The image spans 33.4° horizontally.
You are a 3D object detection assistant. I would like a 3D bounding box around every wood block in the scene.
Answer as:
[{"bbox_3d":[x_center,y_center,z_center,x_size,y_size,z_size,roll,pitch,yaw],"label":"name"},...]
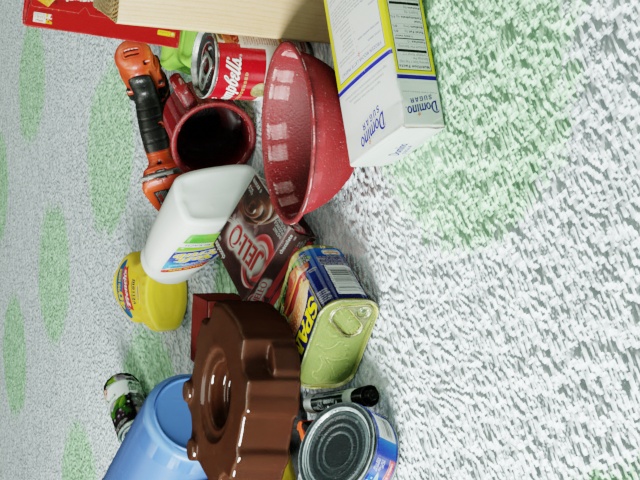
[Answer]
[{"bbox_3d":[-0.090,-0.238,0.961,0.090,0.205,0.091,42,127,56],"label":"wood block"}]

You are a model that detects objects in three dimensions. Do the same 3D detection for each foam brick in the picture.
[{"bbox_3d":[-0.110,0.100,1.176,0.051,0.052,0.078,13,101,63],"label":"foam brick"}]

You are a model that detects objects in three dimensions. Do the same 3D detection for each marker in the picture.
[{"bbox_3d":[0.018,0.143,0.956,0.121,0.020,0.020,-24,69,61],"label":"marker"}]

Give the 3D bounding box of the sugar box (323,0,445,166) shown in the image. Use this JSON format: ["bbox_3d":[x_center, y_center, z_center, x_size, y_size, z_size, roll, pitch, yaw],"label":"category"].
[{"bbox_3d":[0.048,-0.157,0.867,0.093,0.048,0.176,-31,66,60],"label":"sugar box"}]

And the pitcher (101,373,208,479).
[{"bbox_3d":[-0.172,0.245,1.205,0.149,0.144,0.243,39,137,10],"label":"pitcher"}]

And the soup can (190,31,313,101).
[{"bbox_3d":[-0.066,-0.168,1.030,0.069,0.102,0.068,0,90,64],"label":"soup can"}]

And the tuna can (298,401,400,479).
[{"bbox_3d":[0.023,0.179,0.889,0.086,0.033,0.086,-26,49,33],"label":"tuna can"}]

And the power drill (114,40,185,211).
[{"bbox_3d":[-0.201,-0.134,1.311,0.184,0.057,0.188,74,179,-76],"label":"power drill"}]

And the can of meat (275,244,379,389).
[{"bbox_3d":[0.002,0.066,0.948,0.084,0.057,0.102,-118,37,-47],"label":"can of meat"}]

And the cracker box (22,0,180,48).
[{"bbox_3d":[-0.244,-0.285,1.193,0.214,0.164,0.072,-118,37,-62],"label":"cracker box"}]

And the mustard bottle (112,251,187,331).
[{"bbox_3d":[-0.234,0.063,1.419,0.192,0.058,0.096,6,101,64],"label":"mustard bottle"}]

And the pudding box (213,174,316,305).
[{"bbox_3d":[-0.057,0.001,1.051,0.090,0.039,0.113,-57,32,16],"label":"pudding box"}]

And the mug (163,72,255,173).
[{"bbox_3d":[-0.131,-0.132,1.160,0.117,0.093,0.081,56,-178,-36],"label":"mug"}]

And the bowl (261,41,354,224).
[{"bbox_3d":[-0.007,-0.096,0.950,0.162,0.055,0.162,177,90,-72],"label":"bowl"}]

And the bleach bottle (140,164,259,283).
[{"bbox_3d":[-0.143,-0.004,1.213,0.251,0.102,0.068,133,125,-62],"label":"bleach bottle"}]
